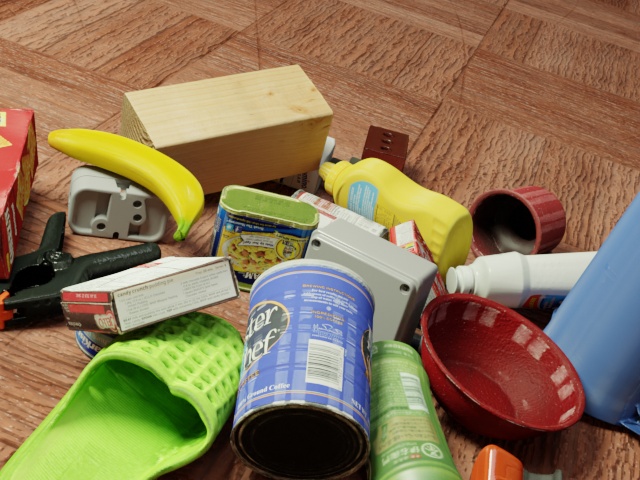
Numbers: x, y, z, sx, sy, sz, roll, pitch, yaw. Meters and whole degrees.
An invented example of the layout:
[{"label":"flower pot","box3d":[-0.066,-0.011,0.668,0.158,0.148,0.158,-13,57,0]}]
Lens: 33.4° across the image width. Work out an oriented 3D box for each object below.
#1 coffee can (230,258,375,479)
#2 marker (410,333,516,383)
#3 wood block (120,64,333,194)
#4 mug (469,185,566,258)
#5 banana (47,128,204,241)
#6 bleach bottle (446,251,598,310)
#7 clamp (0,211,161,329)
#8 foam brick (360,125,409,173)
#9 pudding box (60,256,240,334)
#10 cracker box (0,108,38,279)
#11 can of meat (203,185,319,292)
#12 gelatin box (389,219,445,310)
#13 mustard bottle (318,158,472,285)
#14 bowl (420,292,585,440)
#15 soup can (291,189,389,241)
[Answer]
[{"label":"coffee can","box3d":[-0.011,0.099,0.820,0.102,0.103,0.140,12,45,-7]},{"label":"marker","box3d":[0.123,0.107,0.999,0.121,0.020,0.020,18,28,4]},{"label":"wood block","box3d":[-0.103,-0.116,1.152,0.205,0.091,0.090,-15,53,-26]},{"label":"mug","box3d":[0.229,-0.007,1.197,0.081,0.093,0.117,-15,72,-51]},{"label":"banana","box3d":[-0.174,-0.066,1.019,0.198,0.037,0.069,33,32,28]},{"label":"bleach bottle","box3d":[0.251,0.044,1.116,0.250,0.103,0.068,0,75,-15]},{"label":"clamp","box3d":[-0.238,0.023,0.946,0.120,0.039,0.171,17,28,29]},{"label":"foam brick","box3d":[0.076,-0.099,1.307,0.053,0.051,0.078,15,29,-1]},{"label":"pudding box","box3d":[-0.135,0.042,0.842,0.113,0.039,0.090,-18,11,-37]},{"label":"cracker box","box3d":[-0.349,-0.049,0.955,0.164,0.072,0.214,-1,30,-7]},{"label":"can of meat","box3d":[-0.057,0.001,1.027,0.102,0.084,0.057,12,29,-7]},{"label":"gelatin box","box3d":[0.098,0.035,1.047,0.030,0.089,0.073,-21,25,12]},{"label":"mustard bottle","box3d":[0.072,-0.035,1.143,0.192,0.096,0.058,33,54,31]},{"label":"bowl","box3d":[0.147,0.120,0.931,0.162,0.055,0.162,21,32,-14]},{"label":"soup can","box3d":[0.012,-0.001,1.083,0.102,0.069,0.068,24,30,14]}]
